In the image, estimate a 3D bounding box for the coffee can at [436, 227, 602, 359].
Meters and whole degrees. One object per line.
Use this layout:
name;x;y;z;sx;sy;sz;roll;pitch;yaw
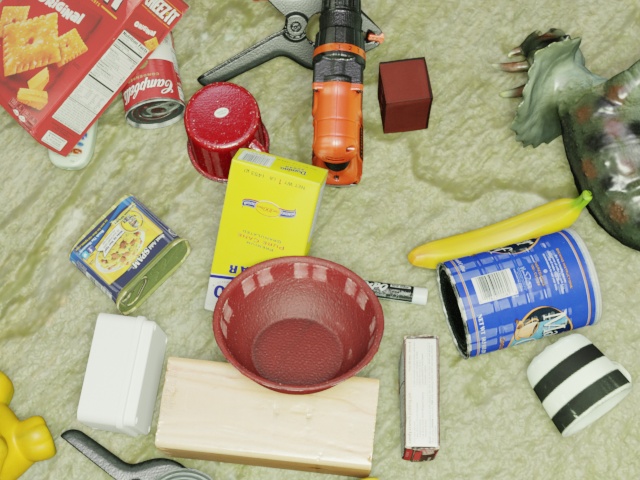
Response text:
coffee can;0.200;0.054;1.083;0.140;0.103;0.103;-15;73;-4

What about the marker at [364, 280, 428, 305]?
marker;0.053;0.052;1.130;0.121;0.020;0.020;8;72;4

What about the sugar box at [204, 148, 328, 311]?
sugar box;-0.057;0.001;1.079;0.093;0.048;0.176;16;115;6

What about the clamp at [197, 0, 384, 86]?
clamp;-0.033;-0.250;1.187;0.210;0.036;0.164;0;112;-4

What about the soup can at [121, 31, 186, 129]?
soup can;-0.190;-0.184;1.185;0.068;0.068;0.102;-11;72;-3

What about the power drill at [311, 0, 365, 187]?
power drill;0.018;-0.146;1.107;0.057;0.187;0.184;3;74;3

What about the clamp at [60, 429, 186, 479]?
clamp;-0.188;0.245;1.063;0.171;0.039;0.120;-3;78;-6

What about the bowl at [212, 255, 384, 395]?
bowl;-0.021;0.091;1.017;0.162;0.055;0.162;1;47;-2

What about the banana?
banana;0.189;-0.007;1.121;0.198;0.069;0.037;-22;58;9

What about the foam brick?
foam brick;0.091;-0.158;1.167;0.051;0.078;0.053;-8;70;-1

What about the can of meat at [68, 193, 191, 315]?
can of meat;-0.203;0.013;1.128;0.084;0.057;0.102;41;77;15

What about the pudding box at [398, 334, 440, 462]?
pudding box;0.099;0.158;1.058;0.039;0.090;0.113;-1;72;1

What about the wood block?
wood block;-0.050;0.176;1.055;0.206;0.091;0.090;6;72;2

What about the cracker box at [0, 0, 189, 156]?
cracker box;-0.272;-0.224;1.153;0.164;0.072;0.214;42;94;29

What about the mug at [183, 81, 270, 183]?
mug;-0.094;-0.112;1.152;0.117;0.081;0.093;42;77;13
